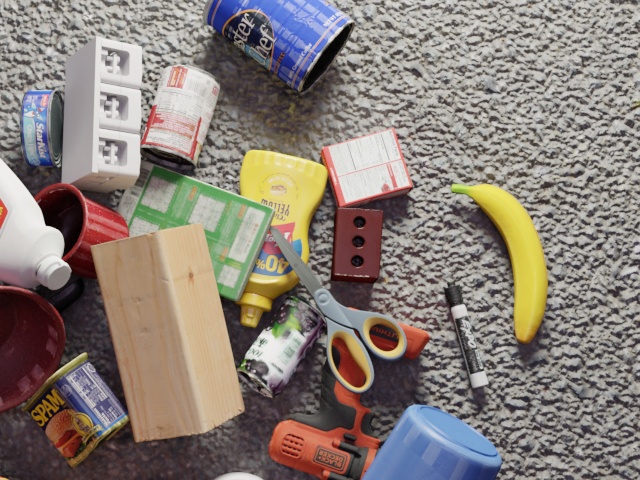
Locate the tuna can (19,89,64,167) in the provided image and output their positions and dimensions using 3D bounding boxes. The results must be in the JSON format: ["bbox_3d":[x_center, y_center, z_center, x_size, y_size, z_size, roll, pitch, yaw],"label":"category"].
[{"bbox_3d":[-0.305,-0.123,1.177,0.033,0.086,0.086,0,80,-2],"label":"tuna can"}]

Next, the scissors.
[{"bbox_3d":[0.024,0.062,1.135,0.096,0.016,0.202,-20,81,-3],"label":"scissors"}]

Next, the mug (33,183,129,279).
[{"bbox_3d":[-0.270,-0.008,1.153,0.117,0.081,0.093,13,82,32],"label":"mug"}]

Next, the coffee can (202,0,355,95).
[{"bbox_3d":[-0.047,-0.246,1.202,0.140,0.103,0.102,38,80,4],"label":"coffee can"}]

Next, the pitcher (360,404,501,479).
[{"bbox_3d":[0.086,0.294,1.069,0.145,0.149,0.243,29,98,8],"label":"pitcher"}]

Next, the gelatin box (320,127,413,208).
[{"bbox_3d":[0.052,-0.080,1.214,0.089,0.030,0.073,-16,80,-6],"label":"gelatin box"}]

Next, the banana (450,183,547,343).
[{"bbox_3d":[0.217,0.015,1.203,0.070,0.037,0.198,-25,80,11],"label":"banana"}]

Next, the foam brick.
[{"bbox_3d":[0.040,0.006,1.186,0.053,0.051,0.078,4,79,-3],"label":"foam brick"}]

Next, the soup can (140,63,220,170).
[{"bbox_3d":[-0.157,-0.138,1.195,0.068,0.068,0.102,16,79,0],"label":"soup can"}]

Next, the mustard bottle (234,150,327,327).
[{"bbox_3d":[-0.058,0.001,1.179,0.096,0.058,0.191,13,80,1],"label":"mustard bottle"}]

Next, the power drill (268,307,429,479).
[{"bbox_3d":[0.055,0.179,1.153,0.184,0.057,0.187,19,79,0],"label":"power drill"}]

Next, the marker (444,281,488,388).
[{"bbox_3d":[0.162,0.104,1.190,0.020,0.020,0.121,-14,81,-5],"label":"marker"}]

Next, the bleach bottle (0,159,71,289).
[{"bbox_3d":[-0.341,-0.033,1.116,0.251,0.068,0.102,35,89,30],"label":"bleach bottle"}]

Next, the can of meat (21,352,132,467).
[{"bbox_3d":[-0.254,0.179,1.119,0.084,0.102,0.057,50,43,3],"label":"can of meat"}]

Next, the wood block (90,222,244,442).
[{"bbox_3d":[-0.157,0.094,1.110,0.090,0.090,0.206,-12,91,24],"label":"wood block"}]

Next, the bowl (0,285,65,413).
[{"bbox_3d":[-0.346,0.102,1.088,0.162,0.162,0.055,-35,44,-8],"label":"bowl"}]

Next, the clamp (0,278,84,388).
[{"bbox_3d":[-0.331,0.097,1.160,0.120,0.039,0.171,12,86,4],"label":"clamp"}]
